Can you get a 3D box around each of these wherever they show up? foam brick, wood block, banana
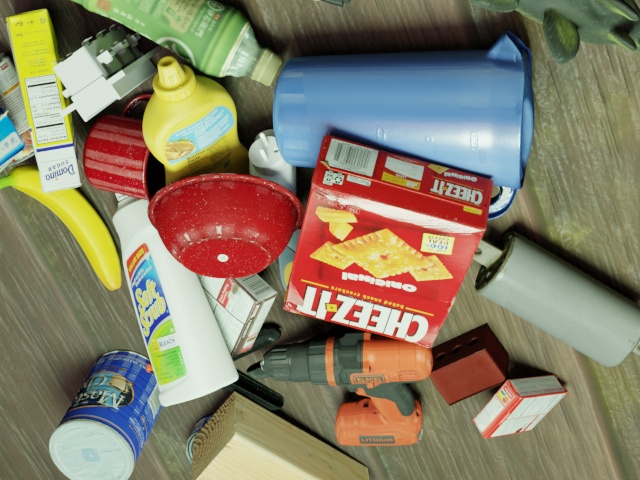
[{"bbox_3d":[0.167,0.140,1.208,0.078,0.053,0.051,-29,111,25],"label":"foam brick"},{"bbox_3d":[-0.046,0.284,1.292,0.206,0.090,0.091,34,110,-20],"label":"wood block"},{"bbox_3d":[-0.285,-0.025,1.200,0.037,0.069,0.197,-6,139,44],"label":"banana"}]

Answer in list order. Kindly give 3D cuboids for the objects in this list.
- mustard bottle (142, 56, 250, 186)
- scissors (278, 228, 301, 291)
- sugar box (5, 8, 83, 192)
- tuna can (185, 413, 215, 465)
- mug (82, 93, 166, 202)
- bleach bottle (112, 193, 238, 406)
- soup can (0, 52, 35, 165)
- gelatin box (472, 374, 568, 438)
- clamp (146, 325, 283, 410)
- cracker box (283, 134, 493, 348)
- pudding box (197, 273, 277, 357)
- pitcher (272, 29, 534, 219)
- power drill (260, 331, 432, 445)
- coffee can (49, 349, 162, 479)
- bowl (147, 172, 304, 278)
[{"bbox_3d":[-0.127,-0.108,1.070,0.096,0.058,0.191,-33,142,-13],"label":"mustard bottle"},{"bbox_3d":[-0.058,0.001,1.174,0.201,0.016,0.096,23,89,-3],"label":"scissors"},{"bbox_3d":[-0.276,-0.140,1.081,0.048,0.093,0.176,-14,99,-9],"label":"sugar box"},{"bbox_3d":[-0.126,0.262,1.357,0.086,0.033,0.086,6,121,9],"label":"tuna can"},{"bbox_3d":[-0.193,-0.099,1.127,0.082,0.093,0.117,13,87,20],"label":"mug"},{"bbox_3d":[-0.177,0.053,1.189,0.103,0.067,0.251,-23,88,48],"label":"bleach bottle"},{"bbox_3d":[-0.336,-0.140,1.142,0.069,0.068,0.102,-21,114,23],"label":"soup can"},{"bbox_3d":[0.226,0.187,1.208,0.089,0.030,0.073,0,135,-41],"label":"gelatin box"},{"bbox_3d":[-0.122,0.143,1.283,0.171,0.039,0.120,9,116,-1],"label":"clamp"},{"bbox_3d":[0.059,0.009,1.040,0.164,0.072,0.214,15,142,1],"label":"cracker box"},{"bbox_3d":[-0.112,0.062,1.206,0.114,0.039,0.090,42,127,23],"label":"pudding box"},{"bbox_3d":[0.083,-0.111,1.033,0.243,0.149,0.145,3,164,15],"label":"pitcher"},{"bbox_3d":[0.039,0.168,1.192,0.184,0.057,0.187,-2,146,11],"label":"power drill"},{"bbox_3d":[-0.254,0.215,1.294,0.103,0.140,0.103,6,122,9],"label":"coffee can"},{"bbox_3d":[-0.097,-0.005,1.088,0.162,0.055,0.162,-1,152,-1],"label":"bowl"}]
